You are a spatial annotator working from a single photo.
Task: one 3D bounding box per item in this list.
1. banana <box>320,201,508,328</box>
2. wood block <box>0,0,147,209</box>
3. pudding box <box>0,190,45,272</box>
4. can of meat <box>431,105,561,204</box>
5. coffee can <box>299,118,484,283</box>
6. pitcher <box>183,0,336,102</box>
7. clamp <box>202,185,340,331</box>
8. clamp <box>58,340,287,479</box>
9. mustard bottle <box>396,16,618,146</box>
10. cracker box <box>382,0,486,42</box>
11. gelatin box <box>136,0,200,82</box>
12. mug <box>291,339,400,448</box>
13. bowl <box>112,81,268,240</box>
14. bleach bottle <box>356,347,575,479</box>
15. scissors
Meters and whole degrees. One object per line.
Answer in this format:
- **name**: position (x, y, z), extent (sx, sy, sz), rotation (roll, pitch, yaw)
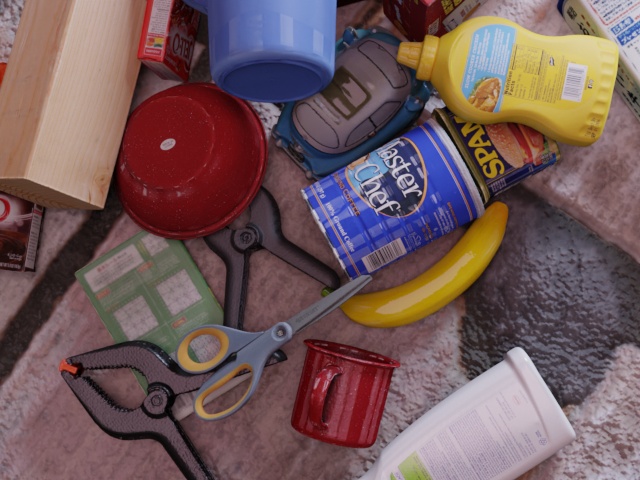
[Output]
- **banana**: position (0.101, 0.034, 1.015), extent (0.198, 0.037, 0.069), rotation (-26, 84, 2)
- **wood block**: position (-0.238, -0.140, 1.001), extent (0.090, 0.090, 0.206), rotation (2, 75, 41)
- **pudding box**: position (-0.332, -0.018, 1.050), extent (0.113, 0.039, 0.090), rotation (7, 85, 4)
- **can of meat**: position (0.167, -0.098, 1.012), extent (0.084, 0.057, 0.102), rotation (-28, 84, -1)
- **coffee can**: position (0.066, -0.035, 0.990), extent (0.140, 0.103, 0.103), rotation (-29, 84, 1)
- **pitcher**: position (-0.054, -0.251, 0.955), extent (0.144, 0.149, 0.243), rotation (9, 72, -32)
- **clamp**: position (-0.057, 0.001, 1.026), extent (0.120, 0.039, 0.171), rotation (-18, 82, -2)
- **clamp**: position (-0.142, 0.144, 1.010), extent (0.210, 0.036, 0.164), rotation (26, 84, 7)
- **mustard bottle**: position (0.163, -0.150, 0.960), extent (0.191, 0.058, 0.096), rotation (13, 87, 2)
- **cracker box**: position (0.152, -0.283, 0.974), extent (0.213, 0.164, 0.072), rotation (-43, 82, 0)
- **gelatin box**: position (-0.144, -0.197, 1.026), extent (0.030, 0.089, 0.073), rotation (10, 87, 9)
- **mug**: position (0.016, 0.141, 0.976), extent (0.093, 0.117, 0.081), rotation (14, 91, 17)
- **bowl**: position (-0.134, -0.085, 1.011), extent (0.162, 0.055, 0.162), rotation (-4, 75, 15)
- **bleach bottle**: position (0.104, 0.205, 0.989), extent (0.251, 0.068, 0.102), rotation (-31, 84, 3)
- **scissors**: position (-0.054, 0.077, 0.976), extent (0.096, 0.016, 0.202), rotation (43, 93, 19)
